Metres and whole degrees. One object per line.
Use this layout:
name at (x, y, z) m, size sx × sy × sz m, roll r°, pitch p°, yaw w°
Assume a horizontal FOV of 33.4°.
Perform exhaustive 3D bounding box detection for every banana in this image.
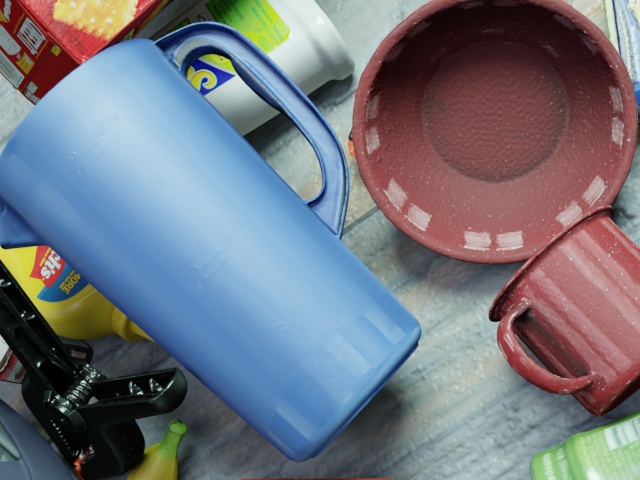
banana at (-0.113, 0.218, 0.686) m, size 0.037 × 0.070 × 0.198 m, roll 5°, pitch 69°, yaw -16°

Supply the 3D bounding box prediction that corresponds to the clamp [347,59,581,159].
clamp at (0.085, -0.116, 0.682) m, size 0.172 × 0.039 × 0.120 m, roll -27°, pitch 72°, yaw 15°

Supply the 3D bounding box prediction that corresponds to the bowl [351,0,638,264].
bowl at (0.102, -0.070, 0.630) m, size 0.162 × 0.055 × 0.162 m, roll 3°, pitch 108°, yaw 11°

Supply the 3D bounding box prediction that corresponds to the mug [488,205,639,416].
mug at (0.145, 0.045, 0.580) m, size 0.081 × 0.117 × 0.093 m, roll 49°, pitch 138°, yaw 21°

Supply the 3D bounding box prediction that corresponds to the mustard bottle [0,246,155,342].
mustard bottle at (-0.176, 0.016, 0.762) m, size 0.192 × 0.058 × 0.096 m, roll 33°, pitch 66°, yaw 26°

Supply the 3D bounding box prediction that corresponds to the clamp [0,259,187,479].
clamp at (-0.143, 0.099, 0.664) m, size 0.165 × 0.210 × 0.036 m, roll 28°, pitch 55°, yaw 22°

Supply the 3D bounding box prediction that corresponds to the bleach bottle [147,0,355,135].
bleach bottle at (-0.106, -0.085, 0.727) m, size 0.251 × 0.068 × 0.103 m, roll -36°, pitch 63°, yaw 2°

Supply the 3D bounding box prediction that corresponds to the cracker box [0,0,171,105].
cracker box at (-0.111, -0.183, 0.686) m, size 0.213 × 0.164 × 0.072 m, roll -46°, pitch 103°, yaw -19°

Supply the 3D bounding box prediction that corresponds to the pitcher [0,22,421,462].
pitcher at (-0.054, 0.001, 0.618) m, size 0.243 × 0.144 × 0.149 m, roll 43°, pitch 133°, yaw 6°
